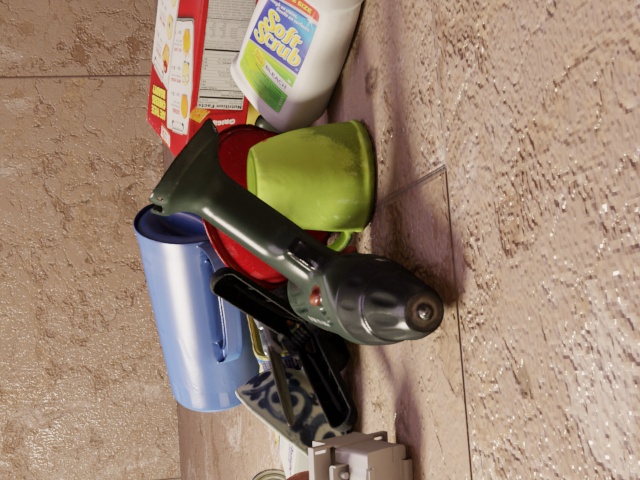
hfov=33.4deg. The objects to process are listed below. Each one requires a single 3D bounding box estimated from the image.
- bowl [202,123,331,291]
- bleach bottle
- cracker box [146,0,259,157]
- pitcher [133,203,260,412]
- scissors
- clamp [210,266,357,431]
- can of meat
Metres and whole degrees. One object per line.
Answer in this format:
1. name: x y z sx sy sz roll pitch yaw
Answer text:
1. bowl: -0.036 -0.036 0.983 0.055 0.161 0.162 -16 74 38
2. bleach bottle: -0.015 -0.197 0.918 0.102 0.068 0.251 52 155 14
3. cracker box: -0.121 -0.201 1.107 0.164 0.072 0.214 -132 46 -57
4. pitcher: -0.129 0.077 1.223 0.149 0.145 0.243 -54 -36 -56
5. scissors: -0.035 0.096 0.966 0.096 0.016 0.202 37 -158 -50
6. clamp: -0.010 0.090 0.933 0.164 0.036 0.209 51 -171 11
7. can of meat: -0.036 0.106 1.072 0.102 0.057 0.084 -107 -3 -49
